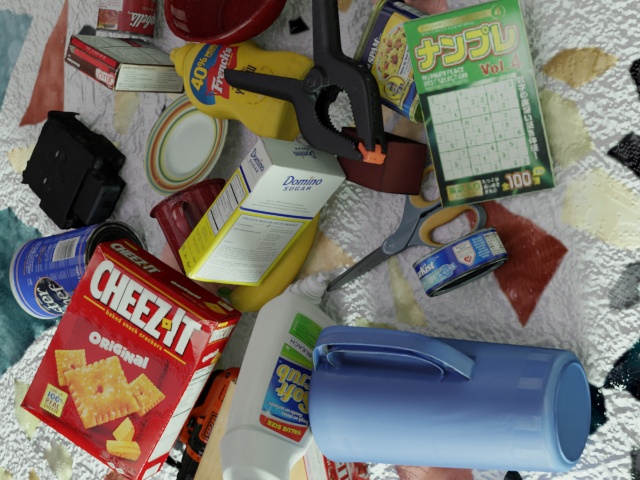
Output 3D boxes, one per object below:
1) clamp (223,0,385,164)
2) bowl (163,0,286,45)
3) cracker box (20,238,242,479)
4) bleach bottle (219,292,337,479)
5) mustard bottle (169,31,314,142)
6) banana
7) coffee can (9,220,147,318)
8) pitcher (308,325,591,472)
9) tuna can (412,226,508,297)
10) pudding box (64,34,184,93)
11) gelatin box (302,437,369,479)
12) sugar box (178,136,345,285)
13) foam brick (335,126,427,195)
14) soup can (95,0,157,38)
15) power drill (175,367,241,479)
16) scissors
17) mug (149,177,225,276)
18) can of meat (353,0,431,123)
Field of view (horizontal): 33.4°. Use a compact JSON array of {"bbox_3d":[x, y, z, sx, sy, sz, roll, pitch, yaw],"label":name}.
[{"bbox_3d":[-0.007,-0.149,1.043,0.165,0.036,0.210,-40,65,29],"label":"clamp"},{"bbox_3d":[-0.086,-0.265,1.131,0.162,0.055,0.162,-16,58,26],"label":"bowl"},{"bbox_3d":[-0.209,0.131,1.161,0.164,0.072,0.214,31,104,14],"label":"cracker box"},{"bbox_3d":[-0.039,0.166,1.029,0.068,0.250,0.102,-33,115,32],"label":"bleach bottle"},{"bbox_3d":[-0.093,-0.176,1.160,0.192,0.058,0.096,26,92,33],"label":"mustard bottle"},{"bbox_3d":[-0.049,0.018,1.158,0.070,0.037,0.198,51,120,20],"label":"banana"},{"bbox_3d":[-0.293,0.037,1.298,0.141,0.102,0.103,-11,87,36],"label":"coffee can"},{"bbox_3d":[0.115,0.144,0.987,0.243,0.149,0.145,-1,93,33],"label":"pitcher"},{"bbox_3d":[0.131,0.021,0.997,0.086,0.085,0.034,-32,77,33],"label":"tuna can"},{"bbox_3d":[-0.220,-0.201,1.219,0.090,0.113,0.039,33,116,30],"label":"pudding box"},{"bbox_3d":[0.017,0.235,1.105,0.030,0.073,0.089,-14,85,35],"label":"gelatin box"},{"bbox_3d":[-0.061,-0.026,1.078,0.176,0.093,0.048,-52,48,33],"label":"sugar box"},{"bbox_3d":[0.058,-0.079,1.051,0.078,0.052,0.051,25,108,49],"label":"foam brick"},{"bbox_3d":[-0.223,-0.291,1.242,0.069,0.068,0.102,15,101,34],"label":"soup can"},{"bbox_3d":[-0.177,0.195,1.226,0.188,0.057,0.184,30,104,14],"label":"power drill"},{"bbox_3d":[0.075,-0.015,1.079,0.202,0.016,0.096,-17,82,36],"label":"scissors"},{"bbox_3d":[-0.133,-0.013,1.174,0.093,0.117,0.081,-27,82,6],"label":"mug"},{"bbox_3d":[0.084,-0.175,1.035,0.084,0.057,0.102,33,113,27],"label":"can of meat"}]
